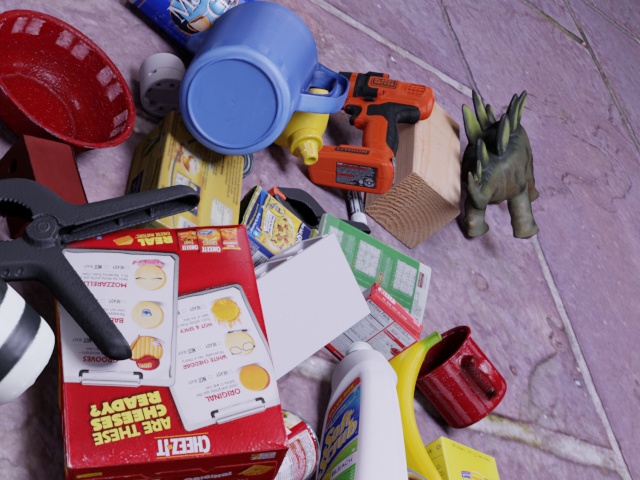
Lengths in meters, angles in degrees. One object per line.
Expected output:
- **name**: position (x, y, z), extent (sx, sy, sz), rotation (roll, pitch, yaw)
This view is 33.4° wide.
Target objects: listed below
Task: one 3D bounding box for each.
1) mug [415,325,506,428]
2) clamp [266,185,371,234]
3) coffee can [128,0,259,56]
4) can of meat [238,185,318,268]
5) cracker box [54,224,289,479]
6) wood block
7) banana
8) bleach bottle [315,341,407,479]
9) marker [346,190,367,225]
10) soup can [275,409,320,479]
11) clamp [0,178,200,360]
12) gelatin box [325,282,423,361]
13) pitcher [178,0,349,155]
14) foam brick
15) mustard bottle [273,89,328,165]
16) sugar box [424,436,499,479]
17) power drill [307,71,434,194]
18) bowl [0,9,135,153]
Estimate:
- **mug**: position (0.160, 0.153, 1.186), extent (0.093, 0.117, 0.081), rotation (-44, 100, -28)
- **clamp**: position (0.001, 0.000, 1.211), extent (0.171, 0.039, 0.120), rotation (27, 35, -35)
- **coffee can**: position (-0.140, -0.275, 1.256), extent (0.140, 0.103, 0.102), rotation (40, 33, -18)
- **can of meat**: position (-0.057, 0.001, 1.115), extent (0.084, 0.058, 0.102), rotation (40, 33, -15)
- **cracker box**: position (-0.127, 0.091, 0.853), extent (0.164, 0.072, 0.214), rotation (-3, 54, -15)
- **wood block**: position (0.126, -0.099, 1.427), extent (0.090, 0.091, 0.206), rotation (39, 33, -21)
- **banana**: position (0.094, 0.184, 1.109), extent (0.037, 0.070, 0.198), rotation (49, 35, -52)
- **bleach bottle**: position (0.034, 0.192, 1.009), extent (0.068, 0.103, 0.251), rotation (30, 30, -18)
- **marker**: position (0.042, -0.062, 1.347), extent (0.020, 0.020, 0.121), rotation (28, 38, -33)
- **soup can**: position (-0.055, 0.191, 0.905), extent (0.068, 0.069, 0.102), rotation (57, 32, 10)
- **clamp**: position (-0.207, -0.007, 0.842), extent (0.210, 0.036, 0.164), rotation (21, 54, 10)
- **gelatin box**: position (0.052, 0.095, 1.123), extent (0.073, 0.089, 0.030), rotation (42, 32, -14)
- **pitcher**: position (-0.065, -0.167, 1.115), extent (0.145, 0.149, 0.242), rotation (60, 12, -16)
- **foam brick**: position (-0.241, -0.043, 0.926), extent (0.051, 0.053, 0.078), rotation (11, 48, -47)
- **mustard bottle**: position (-0.035, -0.169, 1.286), extent (0.058, 0.096, 0.192), rotation (18, 44, -43)
- **sugar box**: position (0.154, 0.296, 1.087), extent (0.093, 0.048, 0.176), rotation (26, 38, -35)
- **power drill**: position (0.041, -0.146, 1.347), extent (0.184, 0.057, 0.187), rotation (9, 47, 11)
- **bowl**: position (-0.256, -0.138, 1.005), extent (0.162, 0.055, 0.162), rotation (33, 35, -27)
